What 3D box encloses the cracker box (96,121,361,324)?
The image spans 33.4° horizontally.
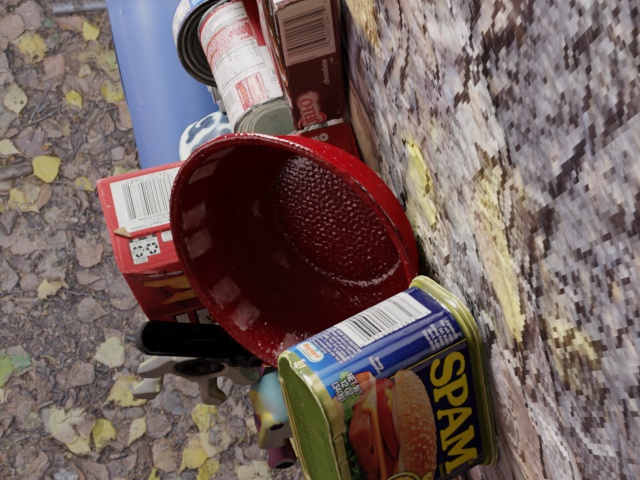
[{"bbox_3d":[-0.055,0.001,0.751,0.214,0.164,0.072,98,157,-74],"label":"cracker box"}]

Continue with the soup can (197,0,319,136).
[{"bbox_3d":[-0.046,-0.123,0.790,0.068,0.068,0.102,86,166,-62],"label":"soup can"}]

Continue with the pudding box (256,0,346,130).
[{"bbox_3d":[-0.016,-0.135,0.635,0.113,0.039,0.090,85,168,-59],"label":"pudding box"}]

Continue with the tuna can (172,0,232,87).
[{"bbox_3d":[-0.075,-0.167,0.854,0.034,0.086,0.086,-110,7,-46],"label":"tuna can"}]

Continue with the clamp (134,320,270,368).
[{"bbox_3d":[-0.049,0.077,0.798,0.171,0.120,0.039,18,-104,-70],"label":"clamp"}]

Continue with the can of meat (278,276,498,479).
[{"bbox_3d":[0.032,0.081,0.513,0.058,0.083,0.102,38,146,53],"label":"can of meat"}]

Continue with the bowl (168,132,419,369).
[{"bbox_3d":[-0.005,0.002,0.595,0.162,0.055,0.162,20,132,24],"label":"bowl"}]

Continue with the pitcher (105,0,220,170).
[{"bbox_3d":[-0.140,-0.147,1.075,0.149,0.145,0.243,-82,-16,-82],"label":"pitcher"}]
